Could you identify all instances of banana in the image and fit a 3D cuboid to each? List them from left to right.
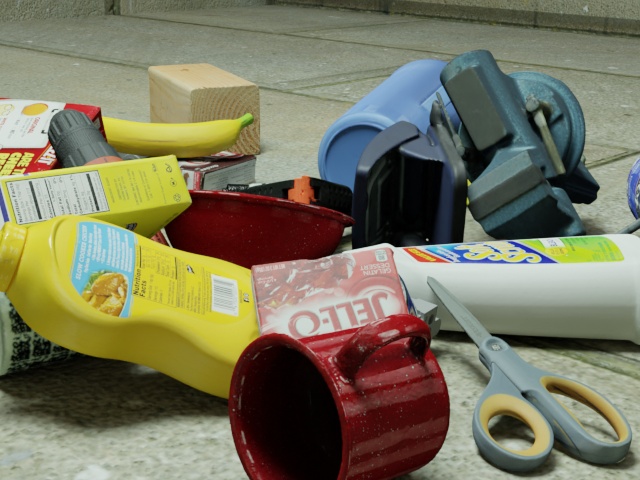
[{"bbox_3d":[-0.172,-0.112,1.141,0.198,0.037,0.069,1,21,3],"label":"banana"}]

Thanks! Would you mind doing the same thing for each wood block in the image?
[{"bbox_3d":[-0.156,-0.174,1.401,0.090,0.090,0.206,-7,19,-22],"label":"wood block"}]

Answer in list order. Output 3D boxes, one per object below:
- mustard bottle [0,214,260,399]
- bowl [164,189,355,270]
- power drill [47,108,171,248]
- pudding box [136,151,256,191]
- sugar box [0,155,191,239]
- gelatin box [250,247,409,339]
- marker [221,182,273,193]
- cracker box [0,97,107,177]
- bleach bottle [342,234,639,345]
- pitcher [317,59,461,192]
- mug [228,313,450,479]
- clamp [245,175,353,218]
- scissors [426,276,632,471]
[{"bbox_3d":[-0.124,0.032,0.648,0.191,0.058,0.096,20,36,-21],"label":"mustard bottle"},{"bbox_3d":[-0.055,0.001,0.836,0.162,0.055,0.162,6,-6,0],"label":"bowl"},{"bbox_3d":[-0.228,-0.024,0.836,0.187,0.057,0.184,-16,58,-33],"label":"power drill"},{"bbox_3d":[-0.134,-0.073,1.153,0.090,0.039,0.113,9,19,25],"label":"pudding box"},{"bbox_3d":[-0.188,-0.015,0.741,0.175,0.048,0.093,-14,-11,-34],"label":"sugar box"},{"bbox_3d":[0.007,0.045,0.633,0.089,0.030,0.073,-8,54,-6],"label":"gelatin box"},{"bbox_3d":[-0.044,-0.052,1.126,0.121,0.020,0.020,-2,17,-12],"label":"marker"},{"bbox_3d":[-0.324,-0.062,0.977,0.214,0.072,0.164,7,40,16],"label":"cracker box"},{"bbox_3d":[0.112,0.035,0.780,0.251,0.068,0.102,-1,16,2],"label":"bleach bottle"},{"bbox_3d":[0.094,-0.117,1.146,0.145,0.149,0.242,7,21,20],"label":"pitcher"},{"bbox_3d":[0.017,0.079,0.545,0.081,0.117,0.093,-7,47,-41],"label":"mug"},{"bbox_3d":[-0.010,-0.032,0.948,0.164,0.036,0.210,0,-3,-10],"label":"clamp"},{"bbox_3d":[0.097,0.079,0.651,0.096,0.016,0.202,-18,34,-31],"label":"scissors"}]
